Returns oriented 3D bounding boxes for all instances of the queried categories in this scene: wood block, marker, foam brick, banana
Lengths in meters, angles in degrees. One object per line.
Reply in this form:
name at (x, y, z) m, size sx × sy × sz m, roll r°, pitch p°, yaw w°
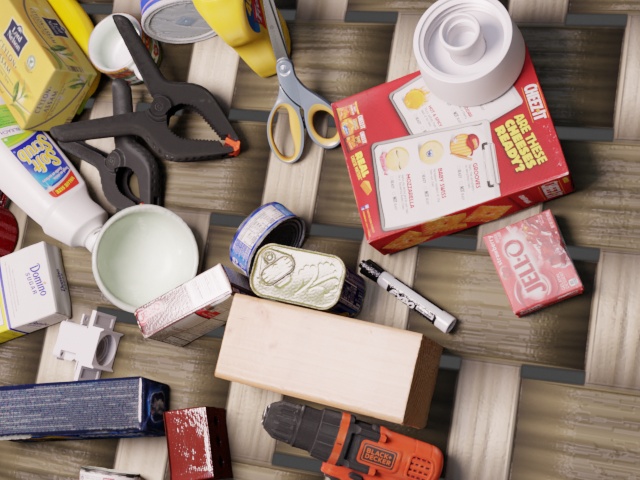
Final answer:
wood block at (0.009, 0.124, 1.094) m, size 0.206 × 0.090 × 0.090 m, roll 11°, pitch 82°, yaw 22°
marker at (0.089, 0.056, 1.118) m, size 0.121 × 0.020 × 0.020 m, roll 35°, pitch 91°, yaw 24°
foam brick at (-0.131, 0.219, 1.144) m, size 0.051 × 0.053 × 0.078 m, roll -13°, pitch 74°, yaw 17°
banana at (-0.313, -0.256, 1.330) m, size 0.070 × 0.037 × 0.198 m, roll -27°, pitch 70°, yaw 11°

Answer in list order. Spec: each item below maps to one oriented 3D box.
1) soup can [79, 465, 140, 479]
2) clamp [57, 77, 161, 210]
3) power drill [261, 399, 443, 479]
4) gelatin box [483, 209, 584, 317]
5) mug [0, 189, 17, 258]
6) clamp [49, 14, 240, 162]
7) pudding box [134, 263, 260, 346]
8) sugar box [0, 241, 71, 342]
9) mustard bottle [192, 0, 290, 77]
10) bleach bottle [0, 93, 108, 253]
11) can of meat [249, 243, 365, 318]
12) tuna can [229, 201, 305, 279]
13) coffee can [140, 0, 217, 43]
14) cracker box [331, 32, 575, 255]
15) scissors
soup can at (-0.236, 0.300, 1.156) m, size 0.069 × 0.068 × 0.102 m, roll 4°, pitch 78°, yaw 21°
clamp at (-0.232, -0.103, 1.256) m, size 0.171 × 0.039 × 0.120 m, roll 49°, pitch 117°, yaw 16°
power drill at (0.010, 0.262, 1.047) m, size 0.184 × 0.057 × 0.188 m, roll 18°, pitch 92°, yaw 0°
gelatin box at (0.214, 0.024, 1.074) m, size 0.073 × 0.030 × 0.089 m, roll -23°, pitch 71°, yaw 14°
mug at (-0.416, -0.024, 1.289) m, size 0.093 × 0.081 × 0.117 m, roll 23°, pitch 86°, yaw 23°
clamp at (-0.192, -0.142, 1.220) m, size 0.210 × 0.036 × 0.164 m, roll 33°, pitch 81°, yaw 2°
pudding box at (-0.131, 0.072, 1.158) m, size 0.113 × 0.090 × 0.039 m, roll -26°, pitch 72°, yaw 12°
sugar box at (-0.388, 0.074, 1.277) m, size 0.176 × 0.048 × 0.093 m, roll -18°, pitch 72°, yaw 12°
mustard bottle at (-0.093, -0.254, 1.164) m, size 0.058 × 0.191 × 0.096 m, roll -16°, pitch 73°, yaw 16°
bleach bottle at (-0.330, -0.074, 1.271) m, size 0.251 × 0.102 × 0.068 m, roll 43°, pitch 123°, yaw 17°
can of meat at (-0.011, 0.045, 1.122) m, size 0.102 × 0.083 × 0.057 m, roll 10°, pitch 80°, yaw 22°
tuna can at (-0.058, 0.001, 1.149) m, size 0.034 × 0.086 × 0.086 m, roll 38°, pitch 92°, yaw 25°
coffee can at (-0.166, -0.318, 1.254) m, size 0.103 × 0.102 × 0.140 m, roll -14°, pitch 73°, yaw 17°
cracker box at (0.135, -0.097, 1.109) m, size 0.214 × 0.072 × 0.164 m, roll -19°, pitch 71°, yaw 15°
scissors at (-0.019, -0.180, 1.165) m, size 0.096 × 0.016 × 0.202 m, roll 4°, pitch 111°, yaw 6°
